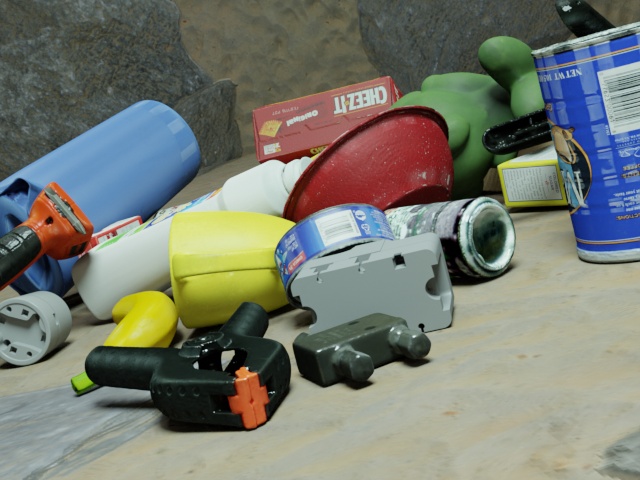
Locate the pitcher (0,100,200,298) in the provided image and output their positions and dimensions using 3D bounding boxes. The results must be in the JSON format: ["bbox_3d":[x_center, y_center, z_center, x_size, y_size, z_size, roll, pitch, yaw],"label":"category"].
[{"bbox_3d":[-0.243,-0.043,1.143,0.149,0.145,0.242,-14,22,47],"label":"pitcher"}]

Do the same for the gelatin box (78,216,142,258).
[{"bbox_3d":[-0.198,0.023,1.046,0.030,0.073,0.089,-13,10,23],"label":"gelatin box"}]

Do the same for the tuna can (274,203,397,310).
[{"bbox_3d":[0.012,0.012,0.733,0.086,0.034,0.086,-16,-29,-10],"label":"tuna can"}]

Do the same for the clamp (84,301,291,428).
[{"bbox_3d":[-0.058,0.070,0.623,0.120,0.039,0.172,-25,18,-26],"label":"clamp"}]

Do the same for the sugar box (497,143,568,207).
[{"bbox_3d":[0.245,-0.059,0.897,0.093,0.048,0.177,-20,14,-32],"label":"sugar box"}]

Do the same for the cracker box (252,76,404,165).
[{"bbox_3d":[0.033,-0.111,1.252,0.164,0.072,0.213,-13,-16,14],"label":"cracker box"}]

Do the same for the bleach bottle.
[{"bbox_3d":[-0.098,-0.009,0.914,0.251,0.068,0.102,-26,5,33],"label":"bleach bottle"}]

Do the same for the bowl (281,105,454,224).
[{"bbox_3d":[0.051,-0.029,0.850,0.162,0.055,0.162,-27,-30,-18],"label":"bowl"}]

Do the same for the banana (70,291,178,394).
[{"bbox_3d":[-0.139,0.064,0.801,0.069,0.037,0.198,-15,9,1],"label":"banana"}]

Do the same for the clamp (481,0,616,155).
[{"bbox_3d":[0.240,-0.121,0.806,0.210,0.036,0.165,-2,-30,-7],"label":"clamp"}]

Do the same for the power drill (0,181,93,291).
[{"bbox_3d":[-0.285,0.039,0.911,0.187,0.057,0.185,-42,2,-23],"label":"power drill"}]
